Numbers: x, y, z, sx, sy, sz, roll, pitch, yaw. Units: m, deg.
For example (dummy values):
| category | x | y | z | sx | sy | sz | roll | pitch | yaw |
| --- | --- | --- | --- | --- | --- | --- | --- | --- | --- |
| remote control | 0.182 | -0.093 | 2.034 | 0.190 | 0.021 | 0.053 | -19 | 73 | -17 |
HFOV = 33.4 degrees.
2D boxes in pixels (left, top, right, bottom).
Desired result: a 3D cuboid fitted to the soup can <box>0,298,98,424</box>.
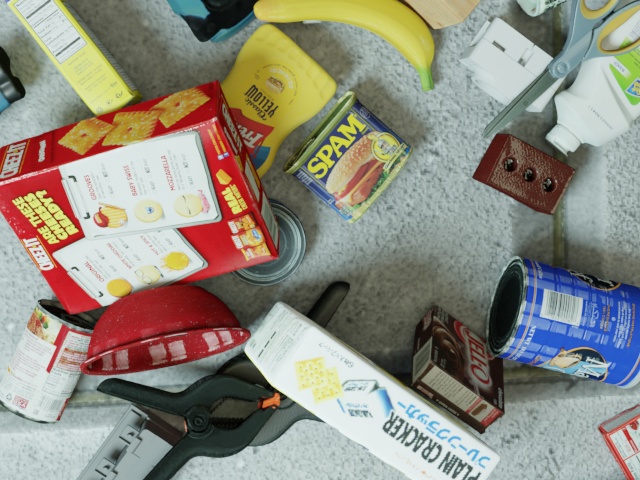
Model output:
| category | x | y | z | sx | sy | sz | roll | pitch | yaw |
| --- | --- | --- | --- | --- | --- | --- | --- | --- | --- |
| soup can | -0.261 | 0.116 | 1.025 | 0.068 | 0.068 | 0.102 | 25 | 94 | -8 |

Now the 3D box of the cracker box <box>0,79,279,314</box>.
| category | x | y | z | sx | sy | sz | roll | pitch | yaw |
| --- | --- | --- | --- | --- | --- | --- | --- | --- | --- |
| cracker box | -0.162 | -0.035 | 0.963 | 0.214 | 0.072 | 0.164 | -15 | 129 | 10 |

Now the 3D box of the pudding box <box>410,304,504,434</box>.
| category | x | y | z | sx | sy | sz | roll | pitch | yaw |
| --- | --- | --- | --- | --- | --- | --- | --- | --- | --- |
| pudding box | 0.135 | 0.124 | 1.043 | 0.090 | 0.113 | 0.039 | 35 | 118 | -9 |

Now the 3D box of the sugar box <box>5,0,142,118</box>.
| category | x | y | z | sx | sy | sz | roll | pitch | yaw |
| --- | --- | --- | --- | --- | --- | --- | --- | --- | --- |
| sugar box | -0.236 | -0.188 | 0.978 | 0.048 | 0.093 | 0.176 | -40 | 98 | 0 |

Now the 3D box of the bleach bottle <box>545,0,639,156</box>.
| category | x | y | z | sx | sy | sz | roll | pitch | yaw |
| --- | --- | --- | --- | --- | --- | --- | --- | --- | --- |
| bleach bottle | 0.309 | -0.191 | 1.048 | 0.102 | 0.068 | 0.251 | 41 | 94 | -8 |

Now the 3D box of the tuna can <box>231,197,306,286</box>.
| category | x | y | z | sx | sy | sz | roll | pitch | yaw |
| --- | --- | --- | --- | --- | --- | --- | --- | --- | --- |
| tuna can | -0.057 | 0.001 | 1.048 | 0.086 | 0.034 | 0.086 | -1 | 97 | -6 |

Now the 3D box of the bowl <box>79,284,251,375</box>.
| category | x | y | z | sx | sy | sz | roll | pitch | yaw |
| --- | --- | --- | --- | --- | --- | --- | --- | --- | --- |
| bowl | -0.149 | 0.081 | 0.999 | 0.162 | 0.162 | 0.055 | -12 | 76 | -4 |

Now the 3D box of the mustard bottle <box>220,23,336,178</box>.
| category | x | y | z | sx | sy | sz | roll | pitch | yaw |
| --- | --- | --- | --- | --- | --- | --- | --- | --- | --- |
| mustard bottle | -0.079 | -0.107 | 1.021 | 0.096 | 0.058 | 0.191 | 41 | 92 | -8 |

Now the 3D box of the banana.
| category | x | y | z | sx | sy | sz | roll | pitch | yaw |
| --- | --- | --- | --- | --- | --- | --- | --- | --- | --- |
| banana | 0.035 | -0.209 | 1.015 | 0.197 | 0.037 | 0.069 | 19 | 74 | -19 |

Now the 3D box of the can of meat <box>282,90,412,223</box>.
| category | x | y | z | sx | sy | sz | roll | pitch | yaw |
| --- | --- | --- | --- | --- | --- | --- | --- | --- | --- |
| can of meat | 0.028 | -0.079 | 1.036 | 0.084 | 0.057 | 0.102 | 40 | 92 | -12 |

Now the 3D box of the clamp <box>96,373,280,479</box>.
| category | x | y | z | sx | sy | sz | roll | pitch | yaw |
| --- | --- | --- | --- | --- | --- | --- | --- | --- | --- |
| clamp | -0.121 | 0.183 | 1.010 | 0.171 | 0.039 | 0.120 | -5 | 87 | -11 |

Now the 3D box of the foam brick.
| category | x | y | z | sx | sy | sz | roll | pitch | yaw |
| --- | --- | --- | --- | --- | --- | --- | --- | --- | --- |
| foam brick | 0.201 | -0.066 | 1.057 | 0.078 | 0.051 | 0.053 | 26 | 93 | -8 |

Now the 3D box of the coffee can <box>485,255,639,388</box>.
| category | x | y | z | sx | sy | sz | roll | pitch | yaw |
| --- | --- | --- | --- | --- | --- | --- | --- | --- | --- |
| coffee can | 0.247 | 0.081 | 1.054 | 0.140 | 0.103 | 0.103 | 14 | 95 | -7 |

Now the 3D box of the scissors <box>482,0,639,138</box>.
| category | x | y | z | sx | sy | sz | roll | pitch | yaw |
| --- | --- | --- | --- | --- | --- | --- | --- | --- | --- |
| scissors | 0.224 | -0.183 | 1.002 | 0.202 | 0.016 | 0.096 | -28 | 110 | 2 |

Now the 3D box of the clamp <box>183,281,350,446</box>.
| category | x | y | z | sx | sy | sz | roll | pitch | yaw |
| --- | --- | --- | --- | --- | --- | --- | --- | --- | --- |
| clamp | -0.032 | 0.156 | 1.069 | 0.210 | 0.036 | 0.164 | -27 | 98 | -6 |
